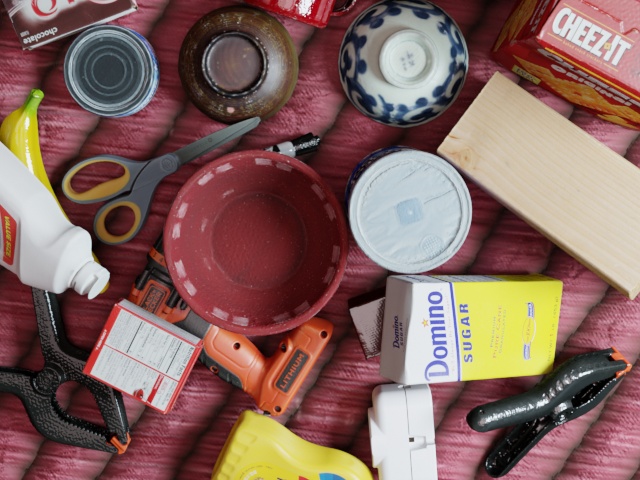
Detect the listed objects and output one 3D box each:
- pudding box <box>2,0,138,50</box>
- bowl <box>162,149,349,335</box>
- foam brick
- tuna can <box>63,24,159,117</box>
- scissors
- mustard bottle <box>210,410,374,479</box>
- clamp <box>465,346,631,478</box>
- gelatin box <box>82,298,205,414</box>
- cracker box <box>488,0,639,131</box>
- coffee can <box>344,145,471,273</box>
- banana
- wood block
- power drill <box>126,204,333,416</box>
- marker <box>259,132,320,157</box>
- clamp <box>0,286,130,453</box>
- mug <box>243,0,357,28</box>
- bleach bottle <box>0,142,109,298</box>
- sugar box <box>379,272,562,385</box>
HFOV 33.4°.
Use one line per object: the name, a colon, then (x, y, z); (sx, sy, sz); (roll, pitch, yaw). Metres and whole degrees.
pudding box: (-0.235, -0.236, 0.979); (0.113, 0.039, 0.090); (-21, 97, 3)
bowl: (-0.056, 0.001, 0.947); (0.162, 0.055, 0.162); (0, 92, 0)
foam brick: (0.070, 0.071, 1.009); (0.078, 0.053, 0.051); (-20, 96, 4)
tuna can: (-0.194, -0.157, 0.991); (0.086, 0.034, 0.086); (0, 97, 0)
scissors: (-0.144, -0.052, 0.999); (0.202, 0.016, 0.096); (-9, 103, 11)
mustard bottle: (-0.006, 0.240, 1.025); (0.191, 0.058, 0.096); (24, 114, -4)
clamp: (0.216, 0.162, 1.015); (0.171, 0.120, 0.039); (-24, 55, -9)
gelatin box: (-0.161, 0.106, 0.975); (0.089, 0.030, 0.073); (27, 100, 0)
cracker box: (0.242, -0.152, 0.899); (0.164, 0.213, 0.072); (27, 96, -3)
coffee can: (0.074, -0.032, 0.952); (0.103, 0.140, 0.103); (0, 97, 0)
banana: (-0.256, -0.038, 0.995); (0.070, 0.037, 0.198); (-7, 106, 43)
wood block: (0.216, -0.047, 0.940); (0.206, 0.090, 0.091); (38, 96, 18)
power drill: (-0.085, 0.065, 1.008); (0.187, 0.057, 0.184); (30, 100, -1)
marker: (-0.056, -0.075, 0.992); (0.121, 0.020, 0.020); (-20, 97, -15)
clamp: (-0.270, 0.133, 1.026); (0.164, 0.036, 0.210); (-38, 96, 4)
mug: (-0.012, -0.238, 0.961); (0.117, 0.093, 0.081); (10, 104, -37)
bleach bottle: (-0.291, -0.039, 0.957); (0.251, 0.068, 0.103); (36, 122, 8)
sugar box: (0.139, 0.079, 0.973); (0.175, 0.048, 0.093); (-1, 99, -34)
